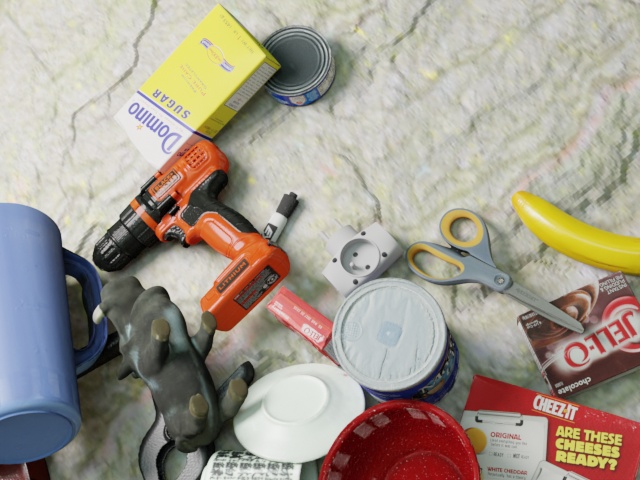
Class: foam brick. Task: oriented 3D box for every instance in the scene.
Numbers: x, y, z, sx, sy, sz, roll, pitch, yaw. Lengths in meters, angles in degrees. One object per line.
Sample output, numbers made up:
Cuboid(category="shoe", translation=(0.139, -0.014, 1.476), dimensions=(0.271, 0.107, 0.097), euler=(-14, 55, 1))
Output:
Cuboid(category="foam brick", translation=(-0.328, 0.241, 1.104), dimensions=(0.078, 0.053, 0.051), euler=(-23, 70, 4))

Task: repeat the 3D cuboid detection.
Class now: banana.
Cuboid(category="banana", translation=(0.282, -0.003, 1.052), dimensions=(0.198, 0.037, 0.069), euler=(10, 58, 14))

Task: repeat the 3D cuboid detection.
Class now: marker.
Cuboid(category="marker", translation=(-0.057, 0.001, 1.134), dimensions=(0.020, 0.020, 0.121), euler=(27, 81, 19))

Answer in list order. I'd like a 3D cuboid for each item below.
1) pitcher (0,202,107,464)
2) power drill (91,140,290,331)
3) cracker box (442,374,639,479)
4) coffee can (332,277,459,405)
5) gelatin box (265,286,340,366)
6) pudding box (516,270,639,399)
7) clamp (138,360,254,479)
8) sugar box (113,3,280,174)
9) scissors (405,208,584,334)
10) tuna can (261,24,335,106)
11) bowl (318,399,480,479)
Cuboid(category="pitcher", translation=(-0.296, 0.092, 1.052), dimensions=(0.149, 0.145, 0.243), euler=(-22, 54, 1))
Cuboid(category="power drill", translation=(-0.135, 0.007, 1.118), dimensions=(0.184, 0.057, 0.188), euler=(-45, 60, 2))
Cuboid(category="cracker box", translation=(0.190, 0.251, 0.974), dimensions=(0.164, 0.072, 0.213), euler=(15, 76, 17))
Cuboid(category="coffee can", translation=(0.075, 0.102, 1.008), dimensions=(0.103, 0.140, 0.103), euler=(-4, 72, 12))
Cuboid(category="gelatin box", translation=(-0.009, 0.086, 1.059), dimensions=(0.073, 0.089, 0.030), euler=(36, 84, 20))
Cuboid(category="pudding box", translation=(0.258, 0.093, 1.023), dimensions=(0.113, 0.039, 0.090), euler=(-25, 70, 4))
Cuboid(category="clamp", translation=(-0.148, 0.188, 1.088), dimensions=(0.120, 0.039, 0.171), euler=(13, 70, 23))
Cuboid(category="sugar box", translation=(-0.137, -0.162, 1.169), dimensions=(0.176, 0.048, 0.093), euler=(-44, 67, 9))
Cuboid(category="scissors", translation=(0.180, 0.023, 1.052), dimensions=(0.202, 0.016, 0.096), euler=(15, 69, 31))
Cuboid(category="tuna can", translation=(-0.027, -0.192, 1.179), dimensions=(0.086, 0.033, 0.086), euler=(-4, 73, 12))
Cuboid(category="bowl", translation=(0.078, 0.226, 0.947), dimensions=(0.162, 0.055, 0.162), euler=(-16, 60, 29))
